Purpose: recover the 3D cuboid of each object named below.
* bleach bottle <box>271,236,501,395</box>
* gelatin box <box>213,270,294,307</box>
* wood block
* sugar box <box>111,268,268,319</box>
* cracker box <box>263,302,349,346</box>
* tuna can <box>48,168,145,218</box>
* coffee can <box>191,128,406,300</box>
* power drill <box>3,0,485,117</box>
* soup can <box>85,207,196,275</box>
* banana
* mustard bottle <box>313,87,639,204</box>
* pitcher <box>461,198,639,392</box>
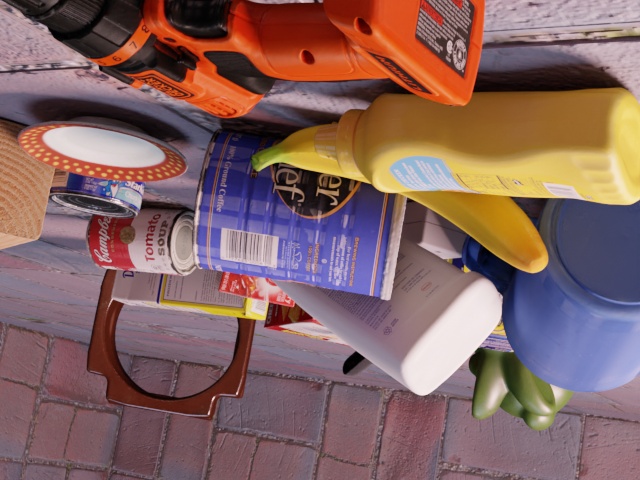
[{"bbox_3d":[0.021,0.018,0.862,0.251,0.102,0.068,36,166,41],"label":"bleach bottle"},{"bbox_3d":[-0.051,0.010,0.975,0.073,0.089,0.030,13,-176,-17],"label":"gelatin box"},{"bbox_3d":[-0.307,-0.044,0.926,0.090,0.091,0.206,16,167,-29],"label":"wood block"},{"bbox_3d":[-0.136,0.030,1.151,0.176,0.093,0.048,5,168,29],"label":"sugar box"},{"bbox_3d":[0.037,0.093,1.375,0.164,0.072,0.214,14,169,-17],"label":"cracker box"},{"bbox_3d":[-0.204,-0.047,0.969,0.086,0.034,0.086,9,169,2],"label":"tuna can"},{"bbox_3d":[-0.011,-0.019,0.761,0.140,0.103,0.103,9,169,4],"label":"coffee can"},{"bbox_3d":[-0.035,-0.104,0.480,0.188,0.057,0.184,6,172,35],"label":"power drill"},{"bbox_3d":[-0.179,-0.001,1.094,0.102,0.068,0.068,4,168,24],"label":"soup can"},{"bbox_3d":[0.057,-0.035,0.687,0.198,0.069,0.037,20,148,13],"label":"banana"},{"bbox_3d":[0.084,-0.055,0.613,0.192,0.058,0.096,4,172,28],"label":"mustard bottle"},{"bbox_3d":[0.192,0.024,0.769,0.149,0.145,0.243,-18,163,2],"label":"pitcher"}]
